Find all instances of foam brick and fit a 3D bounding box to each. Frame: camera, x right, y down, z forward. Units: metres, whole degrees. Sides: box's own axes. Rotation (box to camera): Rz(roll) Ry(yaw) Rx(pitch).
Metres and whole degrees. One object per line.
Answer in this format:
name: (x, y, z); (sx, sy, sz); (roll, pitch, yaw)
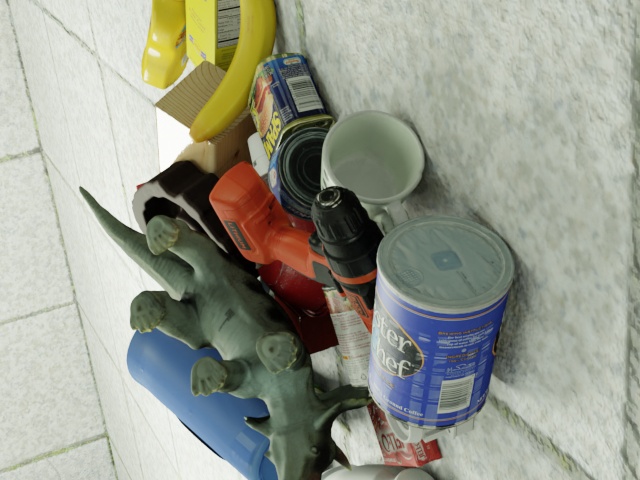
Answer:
foam brick: (-0.012, 0.086, 1.200); (0.078, 0.053, 0.051); (-142, 40, -60)

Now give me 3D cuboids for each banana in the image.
banana: (-0.086, -0.193, 1.115); (0.037, 0.069, 0.198); (-93, 15, -77)

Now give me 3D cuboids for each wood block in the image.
wood block: (-0.129, -0.097, 1.254); (0.090, 0.090, 0.206); (34, 150, 15)

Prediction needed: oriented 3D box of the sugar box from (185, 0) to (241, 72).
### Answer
sugar box: (-0.122, -0.267, 1.220); (0.093, 0.048, 0.176); (54, 154, 40)

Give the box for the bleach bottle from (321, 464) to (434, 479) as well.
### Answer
bleach bottle: (0.068, 0.276, 1.128); (0.102, 0.068, 0.251); (68, 157, 11)

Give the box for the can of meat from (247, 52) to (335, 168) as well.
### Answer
can of meat: (-0.033, -0.129, 1.081); (0.102, 0.057, 0.084); (117, 136, -61)

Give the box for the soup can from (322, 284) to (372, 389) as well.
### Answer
soup can: (0.048, 0.084, 1.020); (0.069, 0.068, 0.102); (-8, 99, 70)

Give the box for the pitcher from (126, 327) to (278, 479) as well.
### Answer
pitcher: (-0.109, 0.185, 1.247); (0.243, 0.145, 0.149); (37, 177, 37)

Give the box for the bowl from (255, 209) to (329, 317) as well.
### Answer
bowl: (-0.029, 0.001, 1.119); (0.162, 0.055, 0.162); (179, 90, -66)

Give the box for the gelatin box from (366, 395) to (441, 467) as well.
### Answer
gelatin box: (0.080, 0.188, 1.069); (0.089, 0.030, 0.073); (152, 100, -70)

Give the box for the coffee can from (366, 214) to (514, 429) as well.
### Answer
coffee can: (0.091, 0.065, 0.840); (0.140, 0.102, 0.103); (92, 153, -42)

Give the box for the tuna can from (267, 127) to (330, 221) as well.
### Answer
tuna can: (-0.005, -0.064, 1.017); (0.086, 0.086, 0.034); (70, 158, 9)

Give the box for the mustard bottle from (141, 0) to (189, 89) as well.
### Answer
mustard bottle: (-0.182, -0.275, 1.321); (0.192, 0.058, 0.096); (120, 172, -62)

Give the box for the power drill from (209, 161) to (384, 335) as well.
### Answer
power drill: (-0.012, -0.003, 0.922); (0.188, 0.057, 0.184); (29, 157, 39)
